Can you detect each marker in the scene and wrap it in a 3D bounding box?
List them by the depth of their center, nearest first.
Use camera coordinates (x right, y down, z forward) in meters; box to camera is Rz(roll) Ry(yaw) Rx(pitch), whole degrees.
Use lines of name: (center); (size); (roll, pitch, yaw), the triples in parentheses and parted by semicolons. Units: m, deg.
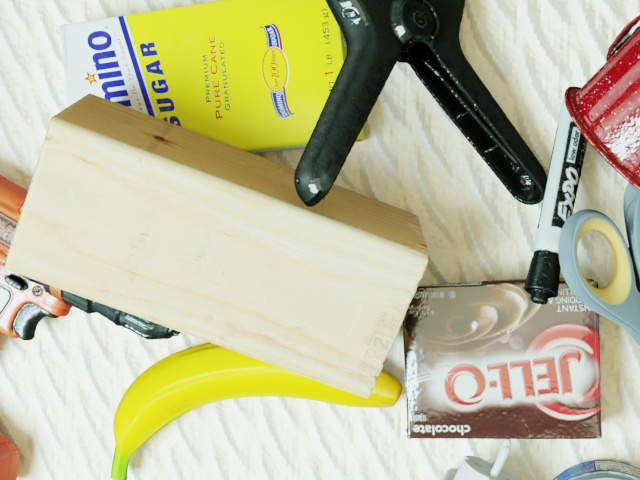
marker: (0.134, -0.022, 0.600); (0.020, 0.020, 0.121); (12, 75, 12)

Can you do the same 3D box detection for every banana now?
banana: (-0.051, 0.092, 0.661); (0.198, 0.037, 0.069); (-17, 107, 14)

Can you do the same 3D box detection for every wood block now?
wood block: (-0.054, 0.000, 0.597); (0.206, 0.091, 0.090); (20, 106, -4)

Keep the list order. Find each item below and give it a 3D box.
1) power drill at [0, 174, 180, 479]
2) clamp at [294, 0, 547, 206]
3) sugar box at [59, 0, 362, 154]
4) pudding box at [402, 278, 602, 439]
power drill: (-0.193, 0.067, 0.681); (0.184, 0.057, 0.188); (30, 96, 13)
clamp: (0.055, -0.112, 0.604); (0.036, 0.164, 0.210); (-25, 63, 55)
sugar box: (-0.067, -0.096, 0.649); (0.176, 0.048, 0.093); (-6, 91, 12)
pudding box: (0.105, 0.068, 0.621); (0.113, 0.039, 0.090); (-2, 91, 12)
